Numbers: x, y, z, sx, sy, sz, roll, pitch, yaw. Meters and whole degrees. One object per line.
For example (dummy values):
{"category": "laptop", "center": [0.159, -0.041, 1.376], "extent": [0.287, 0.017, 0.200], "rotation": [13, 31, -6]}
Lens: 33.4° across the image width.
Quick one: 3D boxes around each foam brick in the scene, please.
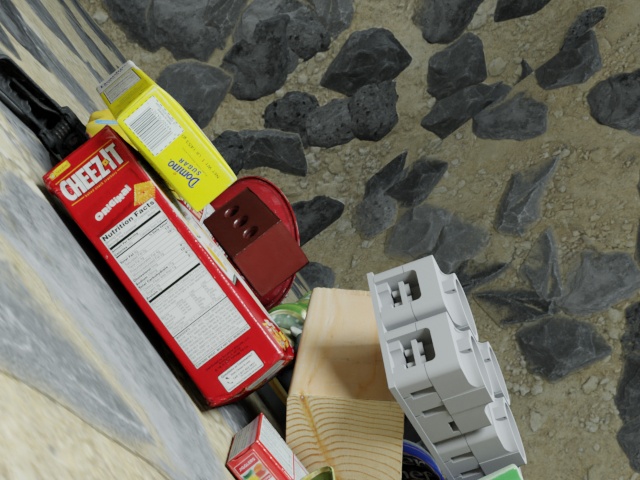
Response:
{"category": "foam brick", "center": [-0.056, 0.001, 0.907], "extent": [0.051, 0.053, 0.078], "rotation": [57, -8, -35]}

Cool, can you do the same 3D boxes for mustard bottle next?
{"category": "mustard bottle", "center": [-0.196, -0.094, 1.087], "extent": [0.096, 0.058, 0.192], "rotation": [17, 9, -12]}

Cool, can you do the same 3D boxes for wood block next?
{"category": "wood block", "center": [0.025, 0.121, 0.889], "extent": [0.206, 0.090, 0.091], "rotation": [-76, 169, -69]}

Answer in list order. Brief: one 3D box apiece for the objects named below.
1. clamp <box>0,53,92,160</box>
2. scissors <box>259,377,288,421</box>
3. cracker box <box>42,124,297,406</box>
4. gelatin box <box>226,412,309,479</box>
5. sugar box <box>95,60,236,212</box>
{"category": "clamp", "center": [-0.216, -0.088, 0.909], "extent": [0.120, 0.039, 0.171], "rotation": [54, 0, 12]}
{"category": "scissors", "center": [-0.077, 0.115, 1.114], "extent": [0.202, 0.016, 0.096], "rotation": [53, -1, 37]}
{"category": "cracker box", "center": [-0.111, 0.027, 0.834], "extent": [0.214, 0.072, 0.164], "rotation": [52, -2, 6]}
{"category": "gelatin box", "center": [-0.032, 0.166, 0.751], "extent": [0.073, 0.030, 0.089], "rotation": [52, 0, -3]}
{"category": "sugar box", "center": [-0.126, -0.086, 0.838], "extent": [0.093, 0.048, 0.176], "rotation": [51, -5, -21]}
